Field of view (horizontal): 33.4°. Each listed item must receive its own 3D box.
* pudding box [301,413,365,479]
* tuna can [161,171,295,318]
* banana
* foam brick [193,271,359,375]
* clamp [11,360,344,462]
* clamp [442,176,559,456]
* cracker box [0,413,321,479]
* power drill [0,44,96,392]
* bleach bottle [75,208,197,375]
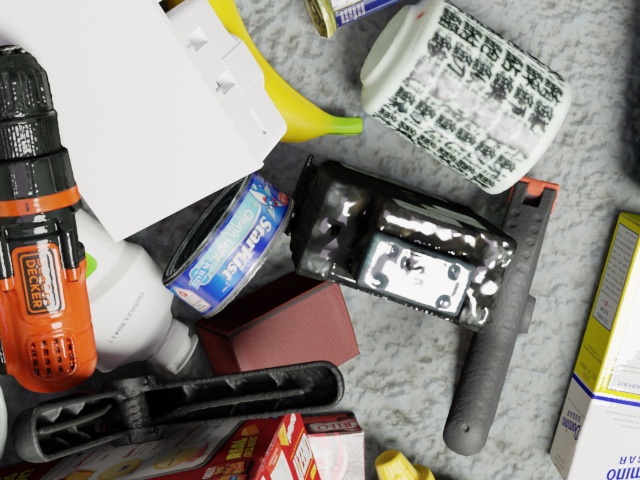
[{"bbox_3d":[-0.017,0.171,0.687,0.090,0.039,0.113,-3,104,-6],"label":"pudding box"},{"bbox_3d":[-0.054,0.001,0.616,0.033,0.086,0.086,38,97,-13],"label":"tuna can"},{"bbox_3d":[-0.051,-0.130,0.611,0.069,0.037,0.198,-35,108,-16],"label":"banana"},{"bbox_3d":[-0.026,0.058,0.638,0.078,0.053,0.051,-27,106,-24],"label":"foam brick"},{"bbox_3d":[-0.108,0.093,0.573,0.164,0.210,0.036,-4,83,-34],"label":"clamp"},{"bbox_3d":[0.110,0.048,0.655,0.039,0.120,0.171,19,82,7],"label":"clamp"},{"bbox_3d":[-0.116,0.167,0.586,0.214,0.164,0.072,-17,99,11],"label":"cracker box"},{"bbox_3d":[-0.215,0.001,0.543,0.187,0.057,0.184,-9,104,-10],"label":"power drill"},{"bbox_3d":[-0.187,0.010,0.615,0.250,0.068,0.102,34,97,-16],"label":"bleach bottle"}]
